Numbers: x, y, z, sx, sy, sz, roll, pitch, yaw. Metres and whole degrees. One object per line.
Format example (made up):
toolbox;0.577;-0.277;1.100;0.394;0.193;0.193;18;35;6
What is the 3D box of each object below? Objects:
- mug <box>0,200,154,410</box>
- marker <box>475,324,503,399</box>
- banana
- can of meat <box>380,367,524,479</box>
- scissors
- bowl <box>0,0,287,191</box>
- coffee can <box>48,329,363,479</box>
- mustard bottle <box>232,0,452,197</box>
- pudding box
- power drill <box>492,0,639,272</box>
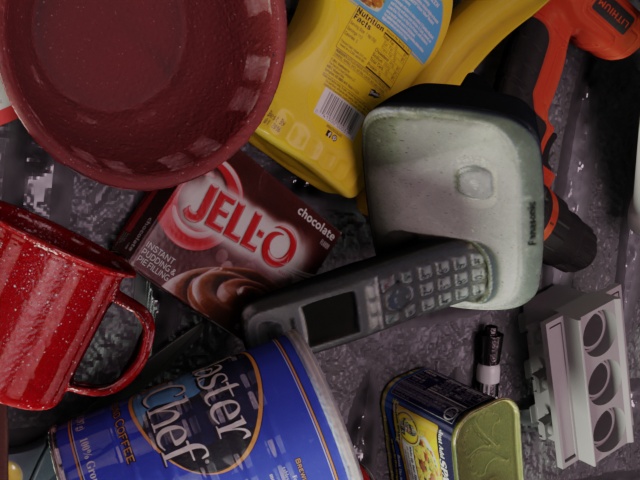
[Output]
mug;-0.142;0.038;0.539;0.117;0.093;0.081;26;91;-7
marker;0.123;0.121;0.791;0.020;0.020;0.121;-7;105;-33
banana;0.079;-0.103;0.674;0.037;0.070;0.198;37;97;-23
can of meat;0.090;0.146;0.734;0.057;0.084;0.102;-19;111;-30
scissors;-0.140;0.130;0.613;0.201;0.016;0.096;-26;112;-26
bowl;-0.099;-0.110;0.559;0.161;0.055;0.162;-9;106;-32
coffee can;-0.059;0.120;0.568;0.140;0.103;0.103;-21;114;-9
mustard bottle;0.027;-0.129;0.639;0.096;0.058;0.191;34;82;-31
pudding box;-0.054;0.001;0.627;0.113;0.039;0.090;39;79;-35
power drill;0.162;-0.083;0.744;0.184;0.057;0.187;27;85;-39
